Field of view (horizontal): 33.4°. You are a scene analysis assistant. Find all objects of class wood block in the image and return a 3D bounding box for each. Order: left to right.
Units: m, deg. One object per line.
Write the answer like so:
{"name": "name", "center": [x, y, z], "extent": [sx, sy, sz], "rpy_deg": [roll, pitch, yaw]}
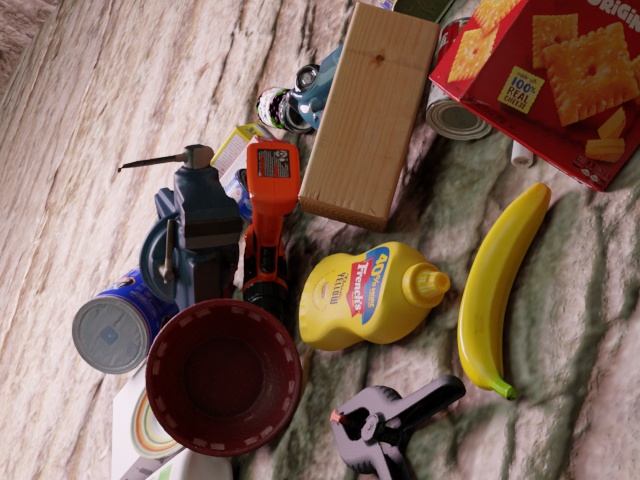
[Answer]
{"name": "wood block", "center": [0.051, -0.122, 1.088], "extent": [0.090, 0.091, 0.206], "rpy_deg": [79, -152, -81]}

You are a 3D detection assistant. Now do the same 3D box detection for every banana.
{"name": "banana", "center": [0.149, 0.044, 0.879], "extent": [0.070, 0.037, 0.197], "rpy_deg": [-8, 57, 38]}

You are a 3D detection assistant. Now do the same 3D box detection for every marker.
{"name": "marker", "center": [0.189, -0.120, 0.979], "extent": [0.020, 0.020, 0.121], "rpy_deg": [-29, 41, 47]}

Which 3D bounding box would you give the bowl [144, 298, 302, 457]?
{"name": "bowl", "center": [-0.101, 0.143, 1.117], "extent": [0.055, 0.162, 0.162], "rpy_deg": [128, 166, -81]}

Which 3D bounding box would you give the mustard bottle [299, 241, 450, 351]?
{"name": "mustard bottle", "center": [0.055, 0.051, 1.008], "extent": [0.192, 0.058, 0.096], "rpy_deg": [-15, 53, 55]}

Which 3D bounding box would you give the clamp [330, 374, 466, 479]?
{"name": "clamp", "center": [0.056, 0.174, 0.909], "extent": [0.172, 0.039, 0.120], "rpy_deg": [-20, 43, 61]}

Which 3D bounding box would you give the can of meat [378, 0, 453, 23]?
{"name": "can of meat", "center": [0.117, -0.297, 1.240], "extent": [0.102, 0.057, 0.084], "rpy_deg": [-54, 24, 13]}

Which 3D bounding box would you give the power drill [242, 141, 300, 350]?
{"name": "power drill", "center": [-0.058, 0.001, 1.169], "extent": [0.184, 0.057, 0.188], "rpy_deg": [-98, 13, -46]}

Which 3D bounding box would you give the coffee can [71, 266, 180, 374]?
{"name": "coffee can", "center": [-0.244, 0.100, 1.379], "extent": [0.103, 0.103, 0.140], "rpy_deg": [-50, -1, 21]}

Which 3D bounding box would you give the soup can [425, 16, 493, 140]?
{"name": "soup can", "center": [0.143, -0.157, 1.041], "extent": [0.069, 0.068, 0.102], "rpy_deg": [-25, 44, 50]}

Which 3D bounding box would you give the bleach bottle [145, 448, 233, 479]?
{"name": "bleach bottle", "center": [-0.189, 0.317, 1.179], "extent": [0.251, 0.068, 0.102], "rpy_deg": [-40, 35, 41]}

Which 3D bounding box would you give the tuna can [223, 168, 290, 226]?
{"name": "tuna can", "center": [-0.078, -0.049, 1.309], "extent": [0.034, 0.086, 0.086], "rpy_deg": [-49, 29, 19]}

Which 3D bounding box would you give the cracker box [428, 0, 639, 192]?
{"name": "cracker box", "center": [0.213, -0.164, 0.818], "extent": [0.214, 0.164, 0.072], "rpy_deg": [-55, 28, 13]}

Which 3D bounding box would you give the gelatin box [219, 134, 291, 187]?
{"name": "gelatin box", "center": [-0.081, -0.093, 1.370], "extent": [0.030, 0.073, 0.089], "rpy_deg": [49, 113, 23]}

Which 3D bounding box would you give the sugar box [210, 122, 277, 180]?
{"name": "sugar box", "center": [-0.133, -0.077, 1.437], "extent": [0.176, 0.048, 0.093], "rpy_deg": [-49, -8, 18]}
